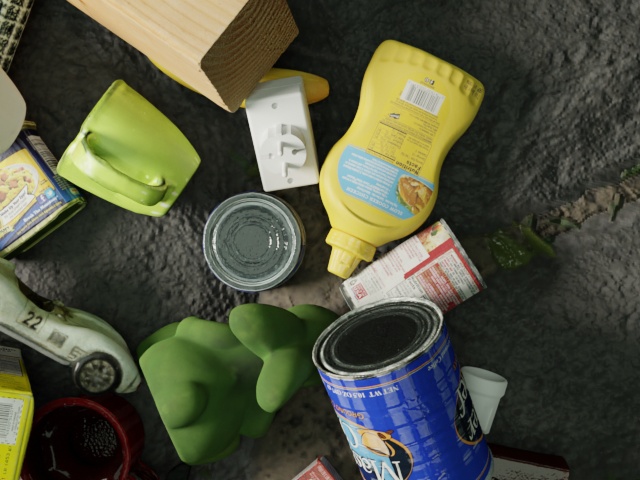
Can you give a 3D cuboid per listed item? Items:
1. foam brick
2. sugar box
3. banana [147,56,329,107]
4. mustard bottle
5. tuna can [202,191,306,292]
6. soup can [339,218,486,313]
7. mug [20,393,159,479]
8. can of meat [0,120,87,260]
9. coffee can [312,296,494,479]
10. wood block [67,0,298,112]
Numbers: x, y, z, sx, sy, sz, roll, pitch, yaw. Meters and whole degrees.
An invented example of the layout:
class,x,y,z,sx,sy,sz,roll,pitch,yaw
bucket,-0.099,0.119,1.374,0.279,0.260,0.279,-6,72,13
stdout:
class,x,y,z,sx,sy,sz,roll,pitch,yaw
foam brick,0.161,0.201,0.879,0.078,0.051,0.053,10,92,4
sugar box,-0.262,0.143,0.847,0.048,0.176,0.093,12,91,-22
banana,-0.090,-0.155,0.900,0.198,0.037,0.069,33,93,3
mustard bottle,0.054,-0.059,0.872,0.096,0.058,0.191,25,87,-6
tuna can,-0.056,0.001,0.901,0.086,0.033,0.086,0,91,4
soup can,0.075,0.037,0.875,0.102,0.068,0.068,-33,88,4
mug,-0.184,0.177,0.888,0.117,0.081,0.093,29,93,3
can of meat,-0.262,-0.038,0.904,0.102,0.057,0.084,-36,91,4
coffee can,0.065,0.129,0.816,0.103,0.103,0.140,-20,114,4
wood block,-0.130,-0.202,0.840,0.206,0.090,0.090,35,82,20
